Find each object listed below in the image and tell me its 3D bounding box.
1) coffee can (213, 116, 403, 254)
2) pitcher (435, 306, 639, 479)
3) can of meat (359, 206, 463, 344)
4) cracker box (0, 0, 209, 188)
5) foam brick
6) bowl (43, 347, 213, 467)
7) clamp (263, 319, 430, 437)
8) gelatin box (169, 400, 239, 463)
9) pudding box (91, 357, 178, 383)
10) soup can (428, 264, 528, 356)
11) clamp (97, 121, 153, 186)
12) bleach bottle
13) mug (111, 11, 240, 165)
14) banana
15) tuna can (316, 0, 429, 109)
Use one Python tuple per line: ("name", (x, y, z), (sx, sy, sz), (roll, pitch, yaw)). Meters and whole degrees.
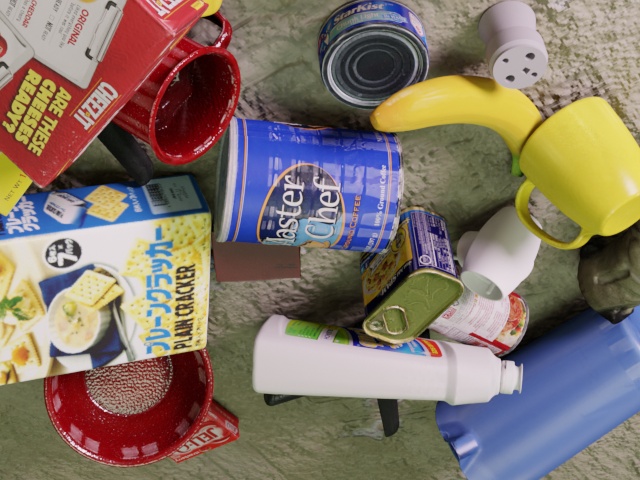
("coffee can", (-0.012, -0.044, 0.876), (0.140, 0.103, 0.103), (5, 137, -10))
("pitcher", (0.254, 0.159, 1.118), (0.145, 0.149, 0.243), (39, 120, -20))
("can of meat", (0.079, 0.031, 0.981), (0.057, 0.084, 0.102), (20, 132, -25))
("cracker box", (-0.204, -0.166, 0.692), (0.213, 0.072, 0.164), (44, 124, -9))
("foam brick", (-0.056, 0.001, 0.950), (0.078, 0.051, 0.053), (-2, 119, -2))
("bowl", (-0.187, 0.136, 1.045), (0.162, 0.055, 0.162), (-2, 98, -11))
("clamp", (0.060, 0.137, 1.130), (0.164, 0.036, 0.210), (23, 130, -26))
("gelatin box", (-0.147, 0.211, 1.197), (0.089, 0.030, 0.073), (-24, 134, 20))
("pudding box", (-0.200, 0.152, 1.124), (0.090, 0.039, 0.114), (7, 138, -13))
("soup can", (0.142, 0.065, 1.036), (0.102, 0.068, 0.069), (25, 130, -28))
("clamp", (-0.184, -0.104, 0.844), (0.120, 0.039, 0.172), (1, 137, -19))
("bleach bottle", (0.066, 0.119, 1.026), (0.251, 0.102, 0.068), (4, 99, 8))
("mug", (-0.113, -0.124, 0.786), (0.117, 0.082, 0.093), (-56, 153, -5))
("banana", (0.123, -0.097, 0.849), (0.197, 0.037, 0.070), (13, 104, -42))
("tuna can", (0.041, -0.143, 0.824), (0.086, 0.034, 0.086), (-2, 138, -2))
